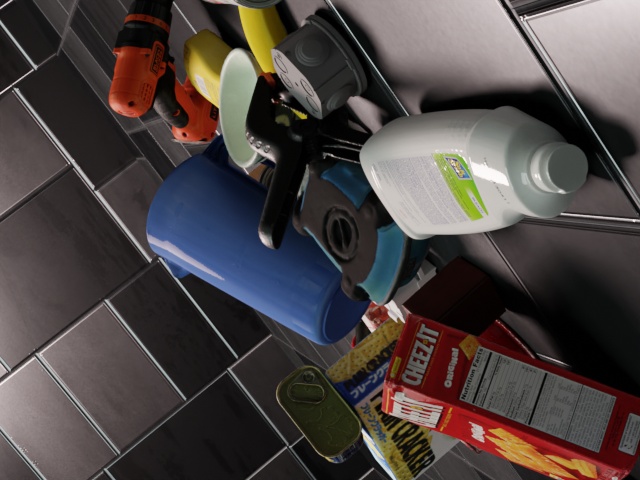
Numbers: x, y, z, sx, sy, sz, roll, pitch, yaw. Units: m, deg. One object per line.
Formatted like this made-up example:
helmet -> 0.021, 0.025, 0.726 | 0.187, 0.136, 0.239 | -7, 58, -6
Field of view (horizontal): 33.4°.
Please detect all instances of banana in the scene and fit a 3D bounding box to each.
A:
banana -> -0.028, -0.171, 1.012 | 0.070, 0.037, 0.197 | -11, 123, 48

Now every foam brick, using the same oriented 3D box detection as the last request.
foam brick -> 0.128, 0.065, 1.023 | 0.051, 0.078, 0.053 | 36, 162, 52

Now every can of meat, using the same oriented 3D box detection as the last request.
can of meat -> 0.002, 0.195, 1.181 | 0.102, 0.057, 0.084 | 49, 173, 18

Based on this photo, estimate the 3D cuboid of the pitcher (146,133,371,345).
pitcher -> -0.058, 0.001, 1.150 | 0.243, 0.144, 0.149 | 30, 153, 27

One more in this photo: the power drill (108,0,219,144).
power drill -> -0.179, -0.210, 1.278 | 0.057, 0.184, 0.187 | 7, 165, 25

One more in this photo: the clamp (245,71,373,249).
clamp -> -0.017, -0.081, 0.939 | 0.210, 0.164, 0.036 | 48, 159, 40

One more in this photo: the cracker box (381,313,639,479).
cracker box -> 0.163, 0.149, 0.939 | 0.214, 0.072, 0.164 | 20, 164, 9

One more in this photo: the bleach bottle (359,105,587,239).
bleach bottle -> 0.113, -0.045, 0.757 | 0.102, 0.068, 0.251 | 54, 167, -14

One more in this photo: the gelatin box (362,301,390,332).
gelatin box -> 0.084, 0.077, 1.266 | 0.089, 0.073, 0.030 | 54, 169, -12

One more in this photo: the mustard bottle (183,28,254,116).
mustard bottle -> -0.081, -0.160, 1.204 | 0.192, 0.058, 0.096 | 44, 162, 38
